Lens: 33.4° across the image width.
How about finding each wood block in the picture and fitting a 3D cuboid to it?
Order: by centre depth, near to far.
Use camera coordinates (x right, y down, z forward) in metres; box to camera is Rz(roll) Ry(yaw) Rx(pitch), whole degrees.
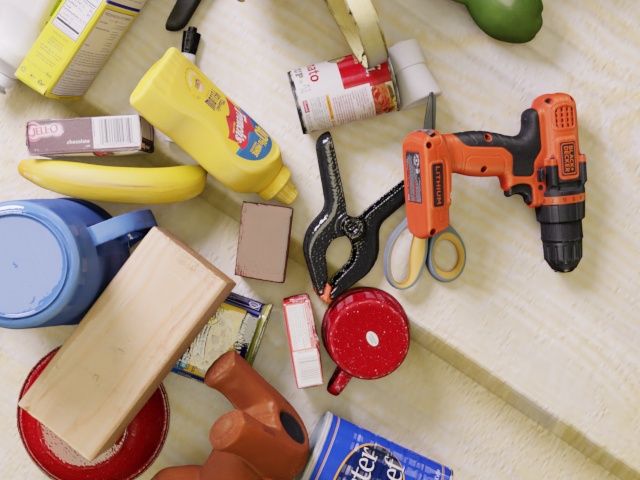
[{"bbox_3d":[-0.181,0.096,1.020,0.090,0.091,0.206,38,90,2],"label":"wood block"}]

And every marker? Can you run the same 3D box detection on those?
[{"bbox_3d":[-0.142,-0.161,1.102,0.020,0.020,0.121,10,91,0],"label":"marker"}]

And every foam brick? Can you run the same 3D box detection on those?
[{"bbox_3d":[-0.057,0.001,1.090,0.051,0.053,0.078,7,91,-1],"label":"foam brick"}]

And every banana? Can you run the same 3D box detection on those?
[{"bbox_3d":[-0.197,-0.059,1.057,0.197,0.070,0.037,0,107,-18],"label":"banana"}]

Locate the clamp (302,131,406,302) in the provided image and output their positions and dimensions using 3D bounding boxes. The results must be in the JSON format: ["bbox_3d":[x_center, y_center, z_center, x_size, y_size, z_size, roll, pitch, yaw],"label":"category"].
[{"bbox_3d":[0.022,-0.024,1.095,0.120,0.039,0.171,28,89,-5],"label":"clamp"}]

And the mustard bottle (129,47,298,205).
[{"bbox_3d":[-0.097,-0.102,1.062,0.191,0.096,0.058,42,118,-17],"label":"mustard bottle"}]

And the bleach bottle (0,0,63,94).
[{"bbox_3d":[-0.263,-0.256,1.048,0.068,0.102,0.251,37,101,10],"label":"bleach bottle"}]

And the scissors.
[{"bbox_3d":[0.122,-0.042,1.090,0.096,0.016,0.202,16,97,-17],"label":"scissors"}]

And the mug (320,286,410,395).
[{"bbox_3d":[0.040,0.105,1.079,0.093,0.081,0.117,34,91,-1],"label":"mug"}]

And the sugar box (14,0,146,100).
[{"bbox_3d":[-0.221,-0.221,1.049,0.048,0.093,0.176,35,100,4],"label":"sugar box"}]

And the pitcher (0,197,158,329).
[{"bbox_3d":[-0.248,0.016,0.996,0.145,0.243,0.149,22,89,-3],"label":"pitcher"}]

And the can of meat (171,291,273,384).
[{"bbox_3d":[-0.104,0.099,1.091,0.084,0.057,0.102,19,91,2],"label":"can of meat"}]

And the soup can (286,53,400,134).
[{"bbox_3d":[0.023,-0.151,1.078,0.102,0.068,0.068,-15,92,1],"label":"soup can"}]

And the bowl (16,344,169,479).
[{"bbox_3d":[-0.238,0.184,1.095,0.162,0.055,0.162,0,91,0],"label":"bowl"}]

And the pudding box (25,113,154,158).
[{"bbox_3d":[-0.229,-0.103,1.069,0.113,0.090,0.039,-2,93,-1],"label":"pudding box"}]

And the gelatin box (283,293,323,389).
[{"bbox_3d":[-0.017,0.100,1.083,0.030,0.073,0.089,-9,91,-1],"label":"gelatin box"}]

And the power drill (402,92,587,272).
[{"bbox_3d":[0.179,-0.049,1.067,0.187,0.057,0.184,-8,96,-19],"label":"power drill"}]

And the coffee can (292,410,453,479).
[{"bbox_3d":[0.048,0.247,1.072,0.140,0.103,0.103,25,91,-1],"label":"coffee can"}]
